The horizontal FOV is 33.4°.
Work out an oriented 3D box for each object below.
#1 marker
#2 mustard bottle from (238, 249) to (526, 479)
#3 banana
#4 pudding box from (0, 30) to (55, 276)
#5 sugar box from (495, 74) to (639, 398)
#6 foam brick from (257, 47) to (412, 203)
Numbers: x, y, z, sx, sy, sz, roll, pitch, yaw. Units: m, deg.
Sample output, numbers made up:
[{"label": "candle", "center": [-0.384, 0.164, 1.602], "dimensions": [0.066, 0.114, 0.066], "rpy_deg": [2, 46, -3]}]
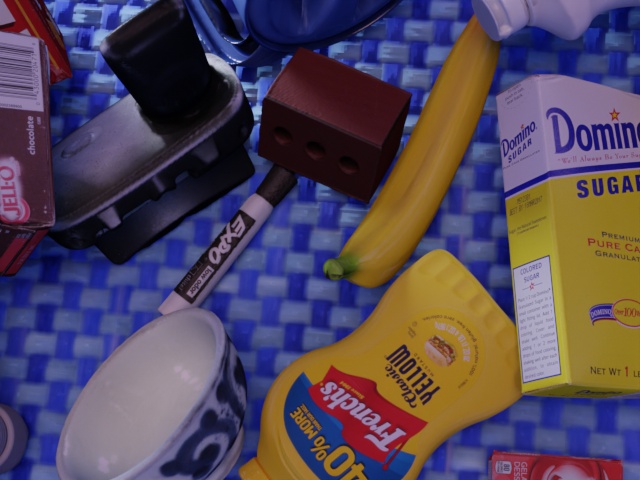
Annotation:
[{"label": "marker", "center": [-0.054, 0.001, 0.652], "dimensions": [0.020, 0.020, 0.121], "rpy_deg": [37, 82, 11]}, {"label": "mustard bottle", "center": [0.024, 0.098, 0.603], "dimensions": [0.191, 0.058, 0.096], "rpy_deg": [-39, 83, -4]}, {"label": "banana", "center": [0.061, -0.044, 0.628], "dimensions": [0.037, 0.069, 0.197], "rpy_deg": [26, 71, 9]}, {"label": "pudding box", "center": [-0.177, -0.045, 0.586], "dimensions": [0.039, 0.090, 0.113], "rpy_deg": [5, 69, -29]}, {"label": "sugar box", "center": [0.152, -0.001, 0.597], "dimensions": [0.093, 0.048, 0.176], "rpy_deg": [6, 74, -29]}, {"label": "foam brick", "center": [0.007, -0.069, 0.638], "dimensions": [0.078, 0.053, 0.051], "rpy_deg": [24, 55, 10]}]
